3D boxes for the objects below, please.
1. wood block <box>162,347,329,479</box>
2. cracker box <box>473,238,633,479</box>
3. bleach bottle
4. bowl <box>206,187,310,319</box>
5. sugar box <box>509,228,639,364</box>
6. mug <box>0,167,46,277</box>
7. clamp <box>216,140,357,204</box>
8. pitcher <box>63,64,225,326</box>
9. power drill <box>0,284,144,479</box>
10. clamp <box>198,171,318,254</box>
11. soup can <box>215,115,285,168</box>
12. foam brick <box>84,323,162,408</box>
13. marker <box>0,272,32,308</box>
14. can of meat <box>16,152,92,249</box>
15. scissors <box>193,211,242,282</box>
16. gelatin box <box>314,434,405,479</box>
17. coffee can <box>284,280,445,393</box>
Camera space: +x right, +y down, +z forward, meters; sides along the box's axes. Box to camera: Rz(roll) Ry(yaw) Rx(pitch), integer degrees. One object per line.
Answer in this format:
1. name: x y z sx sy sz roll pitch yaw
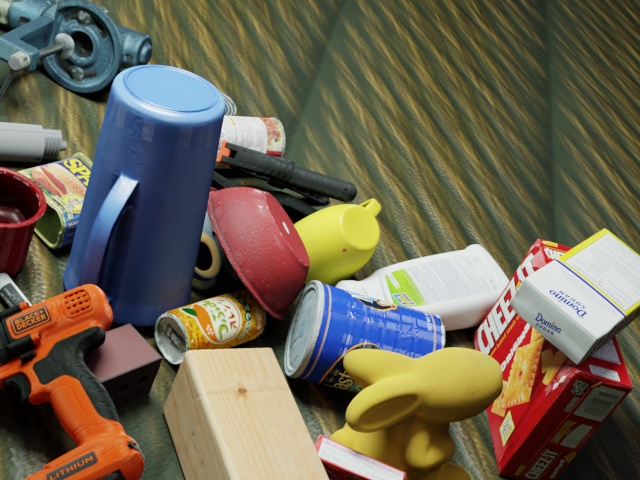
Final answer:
1. wood block: -0.061 0.200 0.937 0.090 0.090 0.206 1 42 -29
2. cracker box: 0.240 0.128 1.150 0.072 0.164 0.213 17 36 -15
3. bleach bottle: 0.102 0.063 1.241 0.250 0.068 0.103 -5 44 -33
4. bowl: -0.057 0.001 1.133 0.162 0.055 0.162 57 9 -15
5. sugar box: 0.275 0.054 1.084 0.093 0.048 0.175 43 42 22
6. mug: -0.338 -0.017 1.057 0.117 0.082 0.093 15 36 -15
7. clamp: -0.045 -0.080 1.316 0.171 0.120 0.039 21 79 -7
8. pitcher: -0.174 -0.040 1.045 0.144 0.243 0.149 -1 37 -28
9. power drill: -0.242 0.140 0.898 0.184 0.057 0.188 -24 61 -10
10. clamp: -0.082 -0.021 1.259 0.209 0.036 0.164 16 42 -14
11. soup can: -0.105 -0.124 1.352 0.102 0.069 0.068 -1 43 -31
12. foam brick: -0.197 0.121 0.989 0.051 0.053 0.078 43 39 24
13. marker: -0.277 0.077 1.026 0.020 0.020 0.121 -18 53 -45
14. can of meat: -0.273 -0.042 1.151 0.083 0.057 0.102 -22 53 -43
15. scissors: -0.140 -0.036 1.188 0.096 0.016 0.202 -26 80 -41
16. gelatin box: 0.022 0.225 0.969 0.089 0.073 0.030 24 35 -2
17. coffee can: 0.045 0.108 1.109 0.140 0.103 0.103 16 36 -13
